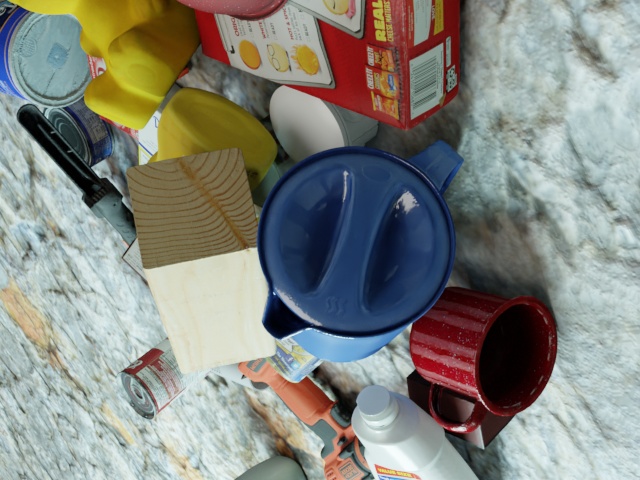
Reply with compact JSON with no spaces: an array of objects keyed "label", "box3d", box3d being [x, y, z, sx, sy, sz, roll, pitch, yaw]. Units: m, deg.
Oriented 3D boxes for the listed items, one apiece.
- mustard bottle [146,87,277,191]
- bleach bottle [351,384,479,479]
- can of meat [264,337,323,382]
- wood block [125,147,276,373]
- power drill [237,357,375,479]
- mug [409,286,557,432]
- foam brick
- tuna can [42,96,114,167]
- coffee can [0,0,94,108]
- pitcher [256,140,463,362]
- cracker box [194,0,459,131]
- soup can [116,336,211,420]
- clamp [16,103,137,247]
[{"label":"mustard bottle","box3d":[-0.107,-0.047,0.924,0.096,0.058,0.192,31,146,-3]},{"label":"bleach bottle","box3d":[0.083,0.199,0.943,0.103,0.068,0.250,16,152,36]},{"label":"can of meat","box3d":[-0.022,0.071,0.999,0.084,0.057,0.102,-43,85,21]},{"label":"wood block","box3d":[-0.091,0.023,0.870,0.206,0.090,0.091,88,169,-62]},{"label":"power drill","box3d":[0.009,0.162,1.080,0.188,0.057,0.185,49,144,7]},{"label":"mug","box3d":[0.120,0.093,0.835,0.093,0.117,0.082,25,173,-39]},{"label":"foam brick","box3d":[0.121,0.134,0.920,0.078,0.052,0.051,15,132,42]},{"label":"tuna can","box3d":[-0.268,-0.121,1.178,0.086,0.033,0.086,32,142,29]},{"label":"coffee can","box3d":[-0.307,-0.198,1.092,0.141,0.102,0.103,19,135,41]},{"label":"pitcher","box3d":[0.029,0.020,0.822,0.243,0.149,0.145,96,172,-77]},{"label":"cracker box","box3d":[-0.002,-0.190,0.754,0.214,0.072,0.164,26,137,37]},{"label":"soup can","box3d":[-0.181,0.156,1.267,0.069,0.102,0.068,32,142,29]},{"label":"clamp","box3d":[-0.226,-0.042,1.124,0.165,0.036,0.210,42,170,34]}]
